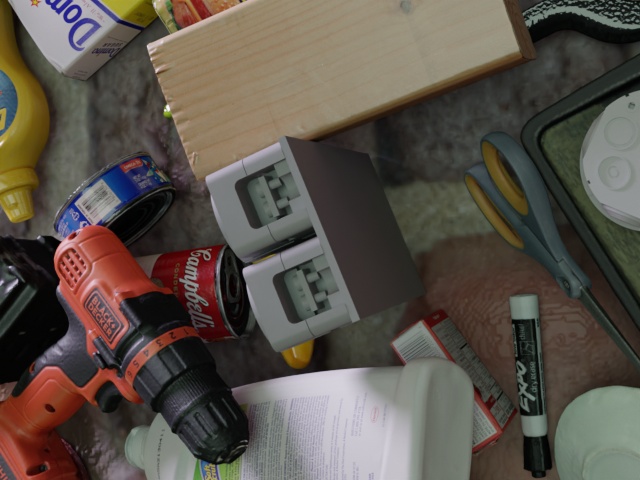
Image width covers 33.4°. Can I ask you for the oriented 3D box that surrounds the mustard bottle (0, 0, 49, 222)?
[{"bbox_3d":[-0.256,-0.104,0.800,0.096,0.058,0.191,-23,85,13],"label":"mustard bottle"}]

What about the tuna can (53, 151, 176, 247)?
[{"bbox_3d":[-0.144,-0.022,0.754,0.086,0.086,0.034,-43,81,13],"label":"tuna can"}]

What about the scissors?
[{"bbox_3d":[0.148,0.008,0.642,0.016,0.096,0.202,-29,51,-12],"label":"scissors"}]

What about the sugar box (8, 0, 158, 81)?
[{"bbox_3d":[-0.143,-0.206,0.770,0.176,0.048,0.093,-38,81,13],"label":"sugar box"}]

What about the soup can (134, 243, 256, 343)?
[{"bbox_3d":[-0.104,0.041,0.753,0.102,0.068,0.068,-8,89,17],"label":"soup can"}]

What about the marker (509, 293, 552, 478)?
[{"bbox_3d":[0.139,0.096,0.706,0.020,0.020,0.121,-5,90,17],"label":"marker"}]

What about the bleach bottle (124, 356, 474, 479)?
[{"bbox_3d":[-0.028,0.128,0.682,0.251,0.068,0.102,-6,70,37],"label":"bleach bottle"}]

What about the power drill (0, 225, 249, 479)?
[{"bbox_3d":[-0.143,0.112,0.697,0.188,0.057,0.184,-50,64,23],"label":"power drill"}]

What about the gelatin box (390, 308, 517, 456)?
[{"bbox_3d":[0.087,0.091,0.693,0.030,0.073,0.089,-37,82,15],"label":"gelatin box"}]

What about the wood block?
[{"bbox_3d":[0.014,-0.114,0.645,0.206,0.090,0.091,-19,93,19],"label":"wood block"}]
